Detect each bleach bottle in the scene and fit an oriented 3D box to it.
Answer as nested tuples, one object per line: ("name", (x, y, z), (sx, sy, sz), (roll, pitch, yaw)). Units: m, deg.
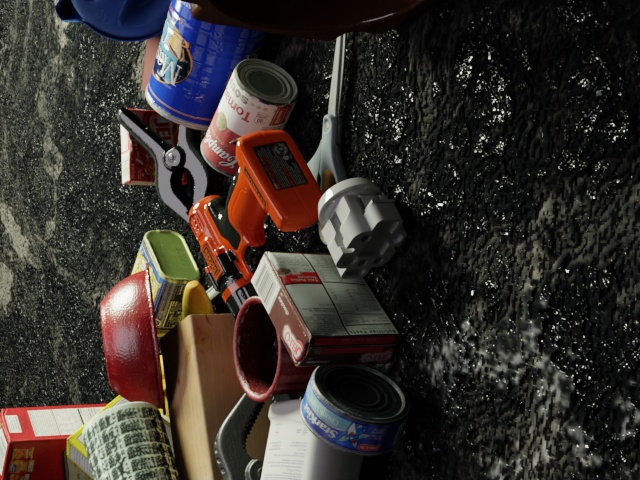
("bleach bottle", (-0.025, 0.263, 0.895), (0.103, 0.068, 0.251), (-19, 54, 58))

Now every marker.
("marker", (-0.101, 0.047, 1.153), (0.121, 0.020, 0.020), (-39, 57, 53))

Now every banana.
("banana", (-0.158, 0.117, 1.210), (0.198, 0.069, 0.037), (-49, 17, 44))

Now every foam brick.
("foam brick", (-0.174, -0.208, 1.250), (0.051, 0.052, 0.078), (28, 114, 57))

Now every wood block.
("wood block", (-0.094, 0.185, 1.069), (0.090, 0.090, 0.206), (-37, 58, 54))

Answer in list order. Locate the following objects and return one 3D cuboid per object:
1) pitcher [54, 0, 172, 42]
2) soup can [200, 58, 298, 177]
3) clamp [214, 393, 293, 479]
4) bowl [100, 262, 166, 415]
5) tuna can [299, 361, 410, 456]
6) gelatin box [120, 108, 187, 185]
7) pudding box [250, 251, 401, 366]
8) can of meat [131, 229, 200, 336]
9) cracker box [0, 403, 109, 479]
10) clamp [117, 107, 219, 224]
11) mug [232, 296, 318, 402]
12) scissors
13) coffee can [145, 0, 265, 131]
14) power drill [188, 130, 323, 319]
("pitcher", (-0.218, -0.307, 1.230), (0.243, 0.149, 0.145), (-131, 56, -71))
("soup can", (-0.070, -0.120, 1.055), (0.102, 0.068, 0.068), (-60, 41, 40))
("clamp", (-0.042, 0.224, 0.978), (0.036, 0.164, 0.210), (93, -175, -61))
("bowl", (-0.198, 0.106, 1.120), (0.162, 0.055, 0.162), (173, 90, -81))
("tuna can", (0.029, 0.133, 0.863), (0.086, 0.086, 0.034), (50, 130, 48))
("gelatin box", (-0.198, -0.110, 1.271), (0.030, 0.073, 0.089), (-15, 76, 60))
("pudding box", (0.004, 0.057, 0.903), (0.113, 0.089, 0.039), (60, 136, 43))
("can of meat", (-0.186, 0.048, 1.265), (0.102, 0.057, 0.084), (58, 135, 44))
("cracker box", (-0.281, 0.275, 1.268), (0.072, 0.213, 0.164), (52, 132, 50))
("clamp", (-0.152, -0.102, 1.200), (0.120, 0.039, 0.171), (-32, 81, 30))
("mug", (-0.028, 0.100, 0.964), (0.117, 0.081, 0.093), (-42, 54, 52))
("scissors", (0.002, -0.095, 0.982), (0.096, 0.016, 0.202), (-8, 82, 60))
("coffee can", (-0.114, -0.198, 1.096), (0.103, 0.102, 0.140), (58, 137, 43))
("power drill", (-0.057, 0.001, 1.010), (0.184, 0.057, 0.188), (60, 145, 20))
